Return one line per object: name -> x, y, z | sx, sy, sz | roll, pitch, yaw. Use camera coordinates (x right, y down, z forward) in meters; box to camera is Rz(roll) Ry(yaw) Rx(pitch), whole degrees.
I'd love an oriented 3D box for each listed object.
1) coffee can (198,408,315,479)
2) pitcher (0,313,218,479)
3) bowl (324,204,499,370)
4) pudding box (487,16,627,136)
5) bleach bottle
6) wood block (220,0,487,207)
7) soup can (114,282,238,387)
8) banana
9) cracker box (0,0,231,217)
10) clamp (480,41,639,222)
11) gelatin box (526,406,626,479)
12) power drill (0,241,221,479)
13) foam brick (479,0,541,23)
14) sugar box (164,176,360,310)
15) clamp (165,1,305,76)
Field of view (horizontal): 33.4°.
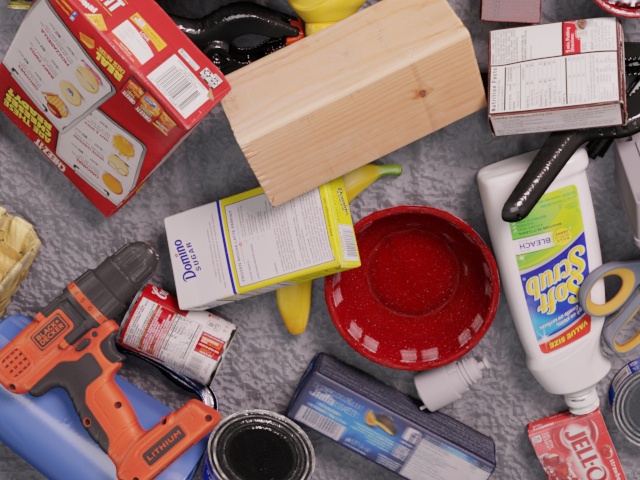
coffee can -> -0.070, 0.246, 1.032 | 0.103, 0.102, 0.140 | 19, 131, 1
pitcher -> -0.230, 0.173, 1.054 | 0.243, 0.149, 0.145 | 36, 121, 0
bowl -> 0.086, 0.039, 1.006 | 0.162, 0.055, 0.162 | 2, 105, 6
pudding box -> 0.198, -0.138, 0.898 | 0.114, 0.039, 0.090 | -4, 64, 20
bleach bottle -> 0.223, 0.043, 0.988 | 0.102, 0.068, 0.251 | -17, 106, 5
wood block -> 0.026, -0.125, 0.916 | 0.206, 0.090, 0.090 | -25, 138, 1
soup can -> -0.140, 0.092, 1.043 | 0.102, 0.068, 0.068 | 26, 107, -1
banana -> -0.001, -0.002, 1.015 | 0.069, 0.037, 0.198 | 32, 106, 0
cracker box -> -0.189, -0.132, 0.930 | 0.164, 0.072, 0.214 | 47, 146, -6
clamp -> 0.220, -0.108, 0.919 | 0.210, 0.036, 0.164 | -17, 60, 8
gelatin box -> 0.251, 0.210, 1.045 | 0.073, 0.030, 0.089 | -20, 102, 12
power drill -> -0.178, 0.117, 0.975 | 0.184, 0.057, 0.188 | -42, 81, -4
foam brick -> 0.166, -0.229, 0.926 | 0.053, 0.051, 0.078 | 4, 105, 7
sugar box -> -0.056, 0.001, 0.987 | 0.176, 0.048, 0.093 | -16, 79, 28
clamp -> -0.100, -0.167, 0.973 | 0.171, 0.039, 0.120 | -3, 142, -3
